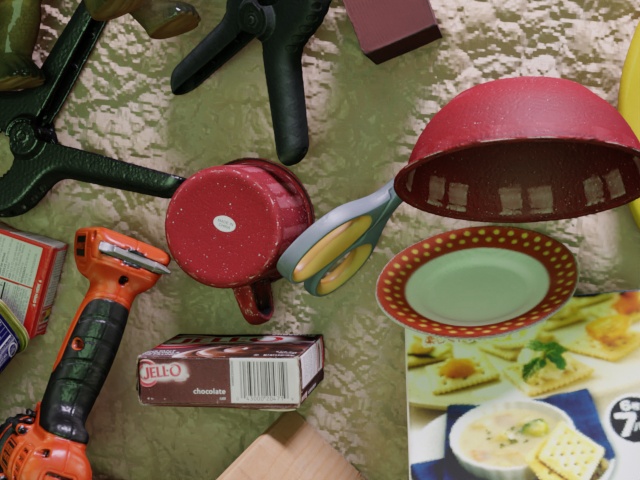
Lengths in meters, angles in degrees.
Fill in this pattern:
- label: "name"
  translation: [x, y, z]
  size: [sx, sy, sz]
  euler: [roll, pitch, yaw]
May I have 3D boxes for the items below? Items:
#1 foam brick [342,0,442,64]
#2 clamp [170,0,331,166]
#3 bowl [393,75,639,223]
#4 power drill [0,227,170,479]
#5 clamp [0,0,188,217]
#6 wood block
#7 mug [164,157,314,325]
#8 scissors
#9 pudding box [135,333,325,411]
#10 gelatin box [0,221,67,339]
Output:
- label: "foam brick"
  translation: [0.047, -0.152, 0.704]
  size: [0.051, 0.078, 0.053]
  euler: [-21, 90, 10]
- label: "clamp"
  translation: [-0.045, -0.147, 0.716]
  size: [0.120, 0.039, 0.171]
  euler: [22, 113, 22]
- label: "bowl"
  translation: [0.126, -0.059, 0.664]
  size: [0.162, 0.162, 0.055]
  euler: [-3, 73, 11]
- label: "power drill"
  translation: [-0.172, 0.086, 0.741]
  size: [0.057, 0.185, 0.187]
  euler: [21, 82, -23]
- label: "clamp"
  translation: [-0.207, -0.086, 0.779]
  size: [0.210, 0.036, 0.164]
  euler: [-16, 83, 15]
- label: "wood block"
  translation: [-0.038, 0.188, 0.679]
  size: [0.091, 0.206, 0.090]
  euler: [43, 100, 6]
- label: "mug"
  translation: [-0.055, 0.001, 0.732]
  size: [0.093, 0.081, 0.117]
  euler: [-10, 92, 12]
- label: "scissors"
  translation: [0.054, -0.026, 0.734]
  size: [0.201, 0.096, 0.016]
  euler: [-34, 65, -18]
- label: "pudding box"
  translation: [-0.060, 0.088, 0.736]
  size: [0.113, 0.090, 0.039]
  euler: [1, 96, 10]
- label: "gelatin box"
  translation: [-0.241, 0.025, 0.798]
  size: [0.089, 0.030, 0.073]
  euler: [18, 99, 9]
